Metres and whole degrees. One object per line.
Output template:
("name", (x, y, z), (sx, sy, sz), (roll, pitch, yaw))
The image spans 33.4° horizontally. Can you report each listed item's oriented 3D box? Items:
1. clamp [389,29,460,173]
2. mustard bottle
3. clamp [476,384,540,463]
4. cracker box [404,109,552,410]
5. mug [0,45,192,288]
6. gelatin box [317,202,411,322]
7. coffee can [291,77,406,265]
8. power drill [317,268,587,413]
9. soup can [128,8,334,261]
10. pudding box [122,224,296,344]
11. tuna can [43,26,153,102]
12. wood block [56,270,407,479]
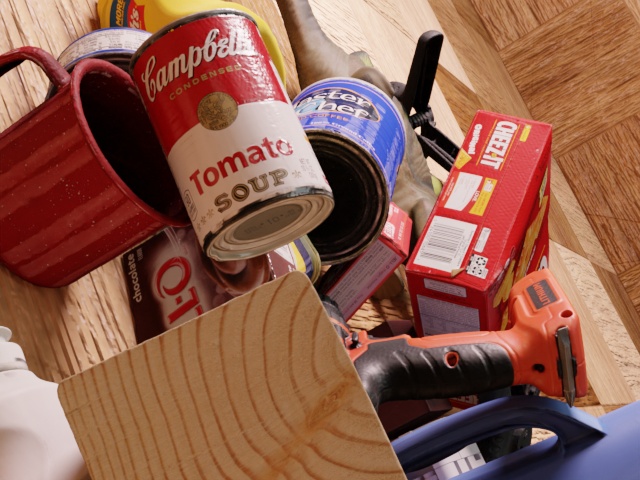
("clamp", (0.099, -0.135, 1.116), (0.210, 0.036, 0.164), (16, -55, 66))
("mustard bottle", (-0.096, -0.129, 0.699), (0.192, 0.058, 0.096), (42, -37, 42))
("clamp", (0.158, 0.144, 0.874), (0.039, 0.171, 0.120), (28, 42, 33))
("cracker box", (0.139, 0.025, 0.884), (0.213, 0.072, 0.164), (73, 38, -53))
("mug", (-0.125, -0.038, 0.521), (0.117, 0.082, 0.093), (55, 20, -14))
("gelatin box", (0.032, 0.019, 0.818), (0.030, 0.089, 0.073), (37, 23, -7))
("coffee can", (0.008, -0.056, 0.803), (0.103, 0.103, 0.140), (55, 21, -14))
("power drill", (0.063, 0.067, 0.679), (0.184, 0.187, 0.057), (-93, 170, -71))
("soup can", (-0.043, -0.049, 0.511), (0.068, 0.069, 0.102), (14, 49, -64))
("pudding box", (-0.055, 0.037, 0.576), (0.039, 0.090, 0.113), (39, 27, -49))
("tuna can", (-0.112, -0.077, 0.606), (0.086, 0.086, 0.034), (46, 22, -34))
("wood block", (-0.026, 0.096, 0.430), (0.206, 0.090, 0.090), (91, -26, -72))
